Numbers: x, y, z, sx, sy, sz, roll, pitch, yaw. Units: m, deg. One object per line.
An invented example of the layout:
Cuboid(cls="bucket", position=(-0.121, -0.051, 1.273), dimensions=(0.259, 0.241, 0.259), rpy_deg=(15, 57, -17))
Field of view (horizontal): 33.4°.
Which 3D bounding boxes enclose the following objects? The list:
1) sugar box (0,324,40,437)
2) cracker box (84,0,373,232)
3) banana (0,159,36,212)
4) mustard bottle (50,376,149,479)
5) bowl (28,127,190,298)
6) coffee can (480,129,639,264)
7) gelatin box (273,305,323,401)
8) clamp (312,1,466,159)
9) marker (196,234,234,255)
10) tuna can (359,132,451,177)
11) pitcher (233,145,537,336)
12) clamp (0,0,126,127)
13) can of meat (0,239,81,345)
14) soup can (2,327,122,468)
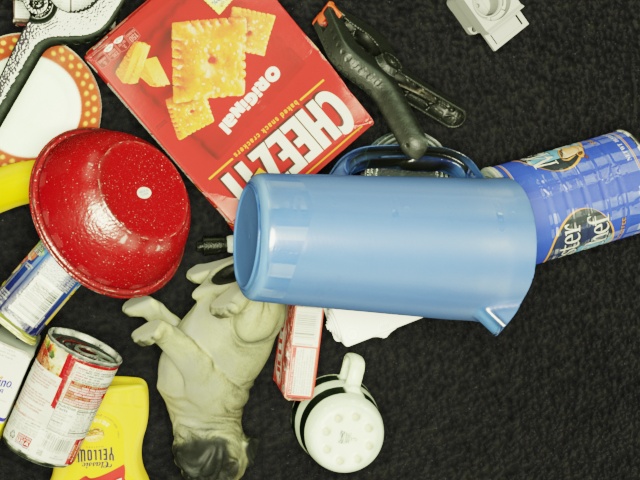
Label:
Cuboid(cls="sugar box", position=(-0.304, 0.165, 0.952), dimensions=(0.048, 0.093, 0.176), rpy_deg=(26, 92, -12))
Cuboid(cls="cracker box", position=(-0.082, -0.136, 0.967), dimensions=(0.164, 0.072, 0.213), rpy_deg=(-41, 101, -3))
Cuboid(cls="banana", position=(-0.282, -0.031, 0.952), dimensions=(0.197, 0.037, 0.069), rpy_deg=(-15, 114, -2))
Cuboid(cls="mustard bottle", position=(-0.206, 0.225, 0.992), dimensions=(0.096, 0.058, 0.191), rpy_deg=(-1, 97, -8))
Cuboid(cls="bowl", position=(-0.168, -0.034, 0.924), dimensions=(0.161, 0.055, 0.162), rpy_deg=(23, 55, -37))
Cuboid(cls="coffee can", position=(0.233, -0.038, 1.015), dimensions=(0.140, 0.103, 0.103), rpy_deg=(-16, 98, -8))
Cuboid(cls="gelatin box", position=(-0.022, 0.099, 1.002), dimensions=(0.030, 0.073, 0.089), rpy_deg=(6, 95, -11))
Cuboid(cls="clamp", position=(0.056, -0.145, 0.974), dimensions=(0.171, 0.120, 0.039), rpy_deg=(40, 119, -3))
Cuboid(cls="marker", position=(-0.057, 0.001, 1.013), dimensions=(0.121, 0.020, 0.020), rpy_deg=(-4, 97, -9))
Cuboid(cls="tuna can", position=(0.081, -0.062, 1.022), dimensions=(0.086, 0.034, 0.086), rpy_deg=(-1, 96, -9))
Cuboid(cls="pitcher", position=(0.051, -0.006, 0.927), dimensions=(0.242, 0.149, 0.145), rpy_deg=(4, 104, -17))
Cuboid(cls="clamp", position=(-0.250, -0.208, 0.909), dimensions=(0.210, 0.036, 0.164), rpy_deg=(-33, 103, -3))
Cuboid(cls="can of meat", position=(-0.246, 0.038, 0.944), dimensions=(0.057, 0.102, 0.084), rpy_deg=(41, 86, -11))
Cuboid(cls="soup can", position=(-0.222, 0.135, 0.918), dimensions=(0.068, 0.068, 0.102), rpy_deg=(24, 95, -11))
